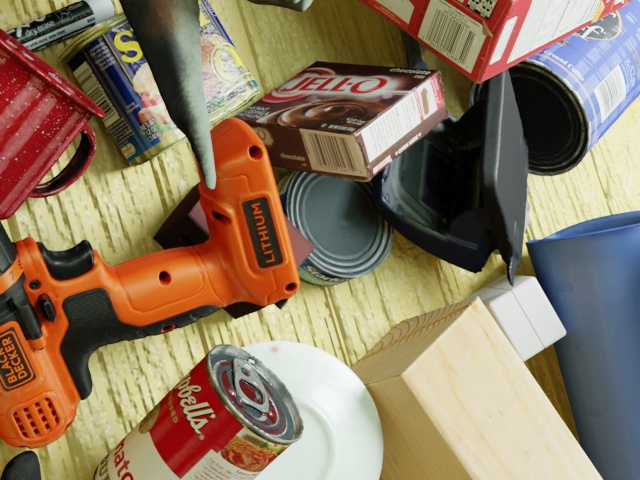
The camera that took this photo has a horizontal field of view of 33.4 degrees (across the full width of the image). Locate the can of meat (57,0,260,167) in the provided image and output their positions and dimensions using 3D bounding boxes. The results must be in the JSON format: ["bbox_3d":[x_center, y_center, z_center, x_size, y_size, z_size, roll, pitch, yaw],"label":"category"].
[{"bbox_3d":[-0.098,-0.104,0.669,0.101,0.058,0.084,-36,99,-34],"label":"can of meat"}]

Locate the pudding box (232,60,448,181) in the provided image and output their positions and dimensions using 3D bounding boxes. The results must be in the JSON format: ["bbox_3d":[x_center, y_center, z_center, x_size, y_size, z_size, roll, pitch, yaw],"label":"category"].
[{"bbox_3d":[0.012,-0.081,0.698,0.089,0.114,0.039,-40,129,-34],"label":"pudding box"}]

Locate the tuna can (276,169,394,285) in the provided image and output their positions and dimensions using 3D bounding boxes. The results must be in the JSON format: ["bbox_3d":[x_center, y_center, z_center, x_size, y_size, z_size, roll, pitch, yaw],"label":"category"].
[{"bbox_3d":[0.006,-0.013,0.721,0.086,0.034,0.086,10,71,-30],"label":"tuna can"}]

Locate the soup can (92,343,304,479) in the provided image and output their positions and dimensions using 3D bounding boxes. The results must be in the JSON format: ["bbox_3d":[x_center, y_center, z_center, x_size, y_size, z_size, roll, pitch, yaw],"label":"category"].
[{"bbox_3d":[-0.068,0.115,0.585,0.068,0.102,0.068,40,18,-16],"label":"soup can"}]

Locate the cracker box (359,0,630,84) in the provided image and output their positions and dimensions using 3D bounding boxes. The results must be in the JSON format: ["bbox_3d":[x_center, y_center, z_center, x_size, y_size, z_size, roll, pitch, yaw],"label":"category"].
[{"bbox_3d":[0.116,-0.209,0.750,0.164,0.072,0.213,39,46,21],"label":"cracker box"}]

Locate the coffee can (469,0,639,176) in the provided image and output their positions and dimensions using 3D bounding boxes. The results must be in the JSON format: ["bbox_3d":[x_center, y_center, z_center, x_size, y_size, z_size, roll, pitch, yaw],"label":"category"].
[{"bbox_3d":[0.197,-0.130,0.834,0.140,0.103,0.103,-43,100,-33],"label":"coffee can"}]

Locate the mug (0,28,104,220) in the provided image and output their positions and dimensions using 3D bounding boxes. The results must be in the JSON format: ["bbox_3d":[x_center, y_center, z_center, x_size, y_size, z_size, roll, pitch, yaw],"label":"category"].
[{"bbox_3d":[-0.172,-0.061,0.585,0.081,0.093,0.117,-51,145,1],"label":"mug"}]

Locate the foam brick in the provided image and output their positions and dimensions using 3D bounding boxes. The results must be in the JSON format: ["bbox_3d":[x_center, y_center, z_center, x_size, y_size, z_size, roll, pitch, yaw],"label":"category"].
[{"bbox_3d":[-0.054,0.001,0.667,0.078,0.053,0.051,46,57,-12],"label":"foam brick"}]

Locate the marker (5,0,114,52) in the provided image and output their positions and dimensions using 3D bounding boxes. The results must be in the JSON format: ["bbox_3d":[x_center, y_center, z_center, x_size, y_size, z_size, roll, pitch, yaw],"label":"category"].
[{"bbox_3d":[-0.178,-0.122,0.646,0.120,0.020,0.020,-34,95,-34],"label":"marker"}]

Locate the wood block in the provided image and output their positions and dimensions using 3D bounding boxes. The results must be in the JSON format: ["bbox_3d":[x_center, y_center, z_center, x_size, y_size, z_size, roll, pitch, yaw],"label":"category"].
[{"bbox_3d":[0.110,0.152,0.703,0.090,0.091,0.206,-39,98,-35],"label":"wood block"}]

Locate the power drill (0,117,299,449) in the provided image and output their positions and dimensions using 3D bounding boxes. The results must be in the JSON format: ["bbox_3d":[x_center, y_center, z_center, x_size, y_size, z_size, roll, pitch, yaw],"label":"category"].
[{"bbox_3d":[-0.114,0.003,0.561,0.187,0.057,0.184,-23,123,-14],"label":"power drill"}]
